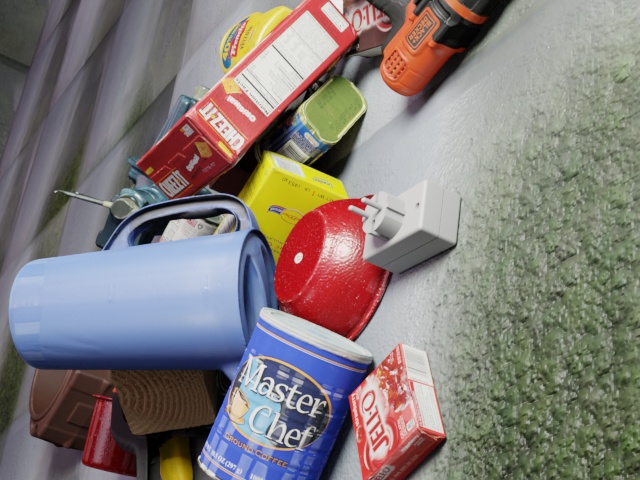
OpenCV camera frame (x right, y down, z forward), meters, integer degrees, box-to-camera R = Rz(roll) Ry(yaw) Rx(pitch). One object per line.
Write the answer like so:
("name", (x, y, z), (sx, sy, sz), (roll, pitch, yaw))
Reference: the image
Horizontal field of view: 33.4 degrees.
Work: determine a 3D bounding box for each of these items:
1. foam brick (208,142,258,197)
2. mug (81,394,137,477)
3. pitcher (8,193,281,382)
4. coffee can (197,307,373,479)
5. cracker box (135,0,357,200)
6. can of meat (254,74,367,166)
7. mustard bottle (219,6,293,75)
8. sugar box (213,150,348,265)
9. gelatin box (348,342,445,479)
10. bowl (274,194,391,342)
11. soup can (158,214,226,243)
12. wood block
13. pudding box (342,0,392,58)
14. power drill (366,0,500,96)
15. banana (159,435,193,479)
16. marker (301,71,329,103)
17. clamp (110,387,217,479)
("foam brick", (-0.082, -0.078, 1.220), (0.051, 0.078, 0.053), (-41, 35, 42))
("mug", (-0.221, 0.230, 1.239), (0.117, 0.093, 0.081), (3, 75, 37))
("pitcher", (-0.165, 0.053, 1.018), (0.149, 0.243, 0.145), (-70, -28, -59))
("coffee can", (-0.029, 0.140, 0.898), (0.140, 0.102, 0.103), (-67, 24, 1))
("cracker box", (-0.075, -0.144, 1.102), (0.213, 0.072, 0.164), (-49, 10, -27))
("can of meat", (-0.008, -0.116, 1.100), (0.084, 0.057, 0.102), (-36, 11, 44))
("mustard bottle", (-0.088, -0.255, 1.408), (0.192, 0.058, 0.096), (18, 84, 66))
("sugar box", (-0.057, 0.002, 1.085), (0.176, 0.093, 0.048), (-58, 27, 21))
("gelatin box", (0.057, 0.135, 0.816), (0.073, 0.030, 0.089), (-51, 29, 31))
("bowl", (0.003, 0.023, 0.991), (0.162, 0.055, 0.162), (-46, 32, 40))
("soup can", (-0.163, 0.004, 1.327), (0.102, 0.068, 0.068), (-58, 26, 17))
("wood block", (-0.160, 0.101, 1.148), (0.206, 0.091, 0.090), (-95, -5, -56))
("pudding box", (0.062, -0.237, 1.082), (0.114, 0.039, 0.090), (179, 92, -65))
("power drill", (0.086, -0.254, 0.971), (0.185, 0.057, 0.188), (-48, 58, 32))
("banana", (-0.155, 0.199, 1.180), (0.070, 0.037, 0.197), (-40, 36, 45))
("marker", (-0.009, -0.164, 1.217), (0.020, 0.020, 0.121), (8, 77, 65))
("clamp", (-0.181, 0.212, 1.135), (0.120, 0.039, 0.172), (-47, 40, -19))
